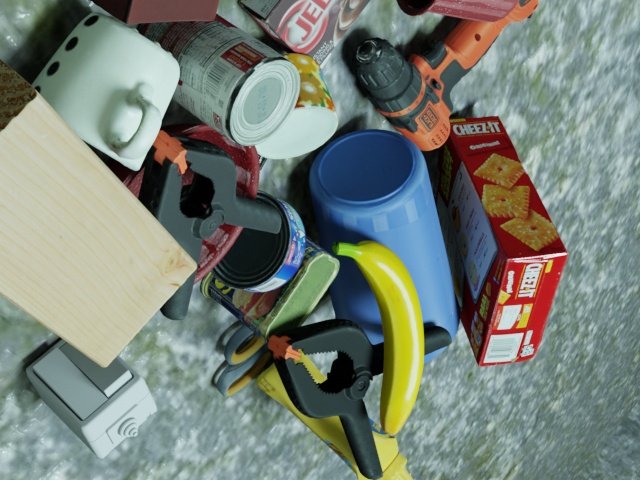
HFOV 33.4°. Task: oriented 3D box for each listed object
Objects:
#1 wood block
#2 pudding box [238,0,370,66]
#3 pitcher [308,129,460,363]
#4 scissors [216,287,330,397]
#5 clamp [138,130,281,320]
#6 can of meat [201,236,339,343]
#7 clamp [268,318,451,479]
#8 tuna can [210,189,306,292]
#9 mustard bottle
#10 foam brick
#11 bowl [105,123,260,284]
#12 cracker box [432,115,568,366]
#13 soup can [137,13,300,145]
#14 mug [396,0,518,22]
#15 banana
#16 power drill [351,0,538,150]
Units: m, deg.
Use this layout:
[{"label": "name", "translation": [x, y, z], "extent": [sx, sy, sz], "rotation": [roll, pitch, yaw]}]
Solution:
[{"label": "wood block", "translation": [-0.165, -0.018, 0.607], "extent": [0.090, 0.090, 0.206], "rotation": [-49, 151, -9]}, {"label": "pudding box", "translation": [0.000, -0.199, 0.822], "extent": [0.113, 0.039, 0.090], "rotation": [-54, 152, 2]}, {"label": "pitcher", "translation": [0.064, 0.001, 1.053], "extent": [0.145, 0.149, 0.243], "rotation": [-25, 140, -8]}, {"label": "scissors", "translation": [-0.036, 0.078, 1.092], "extent": [0.201, 0.016, 0.096], "rotation": [-46, 155, -20]}, {"label": "clamp", "translation": [-0.094, -0.011, 0.773], "extent": [0.120, 0.039, 0.171], "rotation": [-53, 150, -12]}, {"label": "can of meat", "translation": [-0.044, 0.032, 0.963], "extent": [0.102, 0.084, 0.057], "rotation": [-56, 151, 5]}, {"label": "clamp", "translation": [0.026, 0.138, 0.990], "extent": [0.209, 0.036, 0.164], "rotation": [20, 92, -43]}, {"label": "tuna can", "translation": [-0.056, 0.001, 0.910], "extent": [0.086, 0.086, 0.033], "rotation": [-57, 153, 7]}, {"label": "mustard bottle", "translation": [0.021, 0.190, 1.102], "extent": [0.058, 0.191, 0.096], "rotation": [-47, 176, -6]}, {"label": "foam brick", "translation": [-0.105, -0.173, 0.682], "extent": [0.078, 0.051, 0.053], "rotation": [-15, 133, -49]}, {"label": "bowl", "translation": [-0.122, -0.029, 0.810], "extent": [0.161, 0.055, 0.162], "rotation": [-36, 147, -29]}, {"label": "cracker box", "translation": [0.179, -0.002, 1.120], "extent": [0.072, 0.214, 0.164], "rotation": [-5, 135, -10]}, {"label": "soup can", "translation": [-0.072, -0.118, 0.738], "extent": [0.068, 0.102, 0.068], "rotation": [-36, 146, -29]}, {"label": "mug", "translation": [0.123, -0.227, 0.871], "extent": [0.081, 0.117, 0.093], "rotation": [4, 82, -27]}, {"label": "banana", "translation": [0.061, 0.077, 0.959], "extent": [0.069, 0.037, 0.198], "rotation": [-22, 110, -16]}, {"label": "power drill", "translation": [0.115, -0.188, 0.989], "extent": [0.187, 0.057, 0.184], "rotation": [-51, 152, 0]}]
